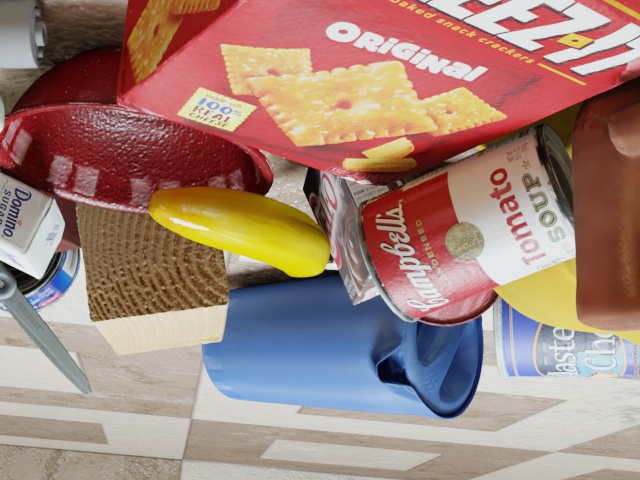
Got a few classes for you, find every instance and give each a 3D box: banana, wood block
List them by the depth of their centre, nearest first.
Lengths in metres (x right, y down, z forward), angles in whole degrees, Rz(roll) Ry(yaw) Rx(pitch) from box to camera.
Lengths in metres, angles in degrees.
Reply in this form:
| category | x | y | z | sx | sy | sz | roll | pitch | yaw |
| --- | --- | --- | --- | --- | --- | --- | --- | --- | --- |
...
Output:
| category | x | y | z | sx | sy | sz | roll | pitch | yaw |
| --- | --- | --- | --- | --- | --- | --- | --- | --- | --- |
| banana | -0.035 | -0.001 | 0.650 | 0.070 | 0.037 | 0.197 | -7 | 168 | 14 |
| wood block | -0.119 | 0.025 | 0.781 | 0.090 | 0.090 | 0.206 | -8 | 169 | -8 |

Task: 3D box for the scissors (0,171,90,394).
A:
| category | x | y | z | sx | sy | sz | roll | pitch | yaw |
| --- | --- | --- | --- | --- | --- | --- | --- | --- | --- |
| scissors | -0.211 | 0.009 | 0.725 | 0.201 | 0.096 | 0.016 | 38 | 176 | -11 |

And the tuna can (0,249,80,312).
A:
| category | x | y | z | sx | sy | sz | roll | pitch | yaw |
| --- | --- | --- | --- | --- | --- | --- | --- | --- | --- |
| tuna can | -0.233 | 0.012 | 0.831 | 0.086 | 0.086 | 0.033 | 1 | 160 | 9 |

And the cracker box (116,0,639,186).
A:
| category | x | y | z | sx | sy | sz | roll | pitch | yaw |
| --- | --- | --- | --- | --- | --- | --- | --- | --- | --- |
| cracker box | 0.032 | -0.097 | 0.462 | 0.163 | 0.072 | 0.214 | 16 | 158 | -32 |

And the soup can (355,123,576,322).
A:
| category | x | y | z | sx | sy | sz | roll | pitch | yaw |
| --- | --- | --- | --- | --- | --- | --- | --- | --- | --- |
| soup can | 0.078 | -0.008 | 0.533 | 0.102 | 0.068 | 0.068 | -24 | 151 | 23 |

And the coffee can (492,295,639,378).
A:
| category | x | y | z | sx | sy | sz | roll | pitch | yaw |
| --- | --- | --- | --- | --- | --- | --- | --- | --- | --- |
| coffee can | 0.212 | 0.058 | 0.841 | 0.140 | 0.103 | 0.102 | -2 | 161 | 17 |

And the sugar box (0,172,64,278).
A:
| category | x | y | z | sx | sy | sz | roll | pitch | yaw |
| --- | --- | --- | --- | --- | --- | --- | --- | --- | --- |
| sugar box | -0.247 | -0.038 | 0.656 | 0.176 | 0.048 | 0.093 | 24 | 166 | -4 |

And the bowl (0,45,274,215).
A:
| category | x | y | z | sx | sy | sz | roll | pitch | yaw |
| --- | --- | --- | --- | --- | --- | --- | --- | --- | --- |
| bowl | -0.105 | -0.066 | 0.613 | 0.162 | 0.055 | 0.162 | 4 | 162 | 1 |

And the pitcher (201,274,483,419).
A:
| category | x | y | z | sx | sy | sz | roll | pitch | yaw |
| --- | --- | --- | --- | --- | --- | --- | --- | --- | --- |
| pitcher | 0.020 | 0.089 | 0.967 | 0.243 | 0.145 | 0.149 | -5 | 148 | 36 |

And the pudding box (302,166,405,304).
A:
| category | x | y | z | sx | sy | sz | roll | pitch | yaw |
| --- | --- | --- | --- | --- | --- | --- | --- | --- | --- |
| pudding box | 0.025 | -0.019 | 0.668 | 0.039 | 0.090 | 0.113 | -21 | 165 | -14 |
